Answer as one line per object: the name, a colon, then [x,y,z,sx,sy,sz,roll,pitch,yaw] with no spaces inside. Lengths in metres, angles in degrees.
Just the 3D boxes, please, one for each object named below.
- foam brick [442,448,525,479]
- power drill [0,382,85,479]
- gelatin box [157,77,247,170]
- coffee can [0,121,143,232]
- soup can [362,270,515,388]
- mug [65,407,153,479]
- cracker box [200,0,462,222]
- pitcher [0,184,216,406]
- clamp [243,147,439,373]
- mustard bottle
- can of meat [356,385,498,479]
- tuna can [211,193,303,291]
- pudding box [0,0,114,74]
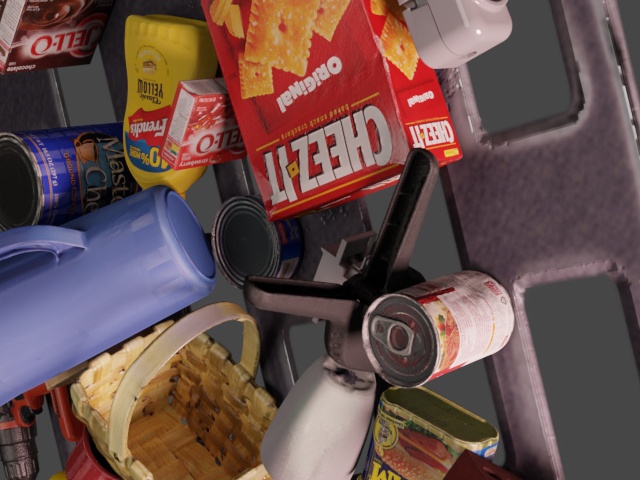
foam brick: [0.128,0.197,0.775,0.051,0.078,0.053,-57,18,10]
power drill: [-0.318,0.190,1.210,0.188,0.057,0.184,-11,91,43]
gelatin box: [-0.091,-0.102,0.919,0.030,0.089,0.073,39,123,28]
coffee can: [-0.239,-0.059,1.029,0.103,0.140,0.103,10,106,41]
soup can: [0.088,0.062,0.782,0.069,0.102,0.068,10,106,41]
mug: [-0.214,0.216,1.108,0.082,0.093,0.117,-52,37,41]
cracker box: [0.000,-0.138,0.841,0.164,0.071,0.214,-20,86,43]
pitcher: [-0.225,0.041,0.949,0.243,0.149,0.145,-25,97,9]
clamp: [0.028,0.044,0.793,0.036,0.164,0.210,45,159,37]
mustard bottle: [-0.141,-0.108,0.986,0.096,0.058,0.192,17,110,34]
can of meat: [0.085,0.171,0.839,0.102,0.057,0.084,25,113,36]
tuna can: [-0.056,0.001,0.947,0.086,0.033,0.086,11,106,41]
pudding box: [-0.261,-0.212,1.036,0.039,0.113,0.090,45,126,23]
